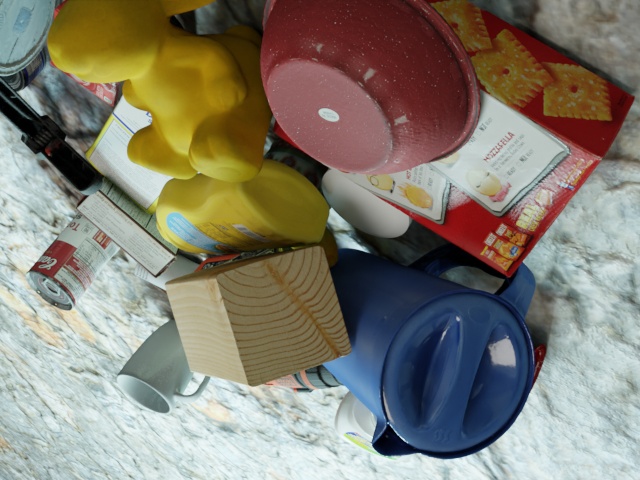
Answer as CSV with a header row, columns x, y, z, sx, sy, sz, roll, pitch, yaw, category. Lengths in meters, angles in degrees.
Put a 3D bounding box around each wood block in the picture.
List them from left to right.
x,y,z,sx,sy,sz,roll,pitch,yaw,category
-0.059,0.062,0.902,0.206,0.090,0.091,168,86,-71,wood block

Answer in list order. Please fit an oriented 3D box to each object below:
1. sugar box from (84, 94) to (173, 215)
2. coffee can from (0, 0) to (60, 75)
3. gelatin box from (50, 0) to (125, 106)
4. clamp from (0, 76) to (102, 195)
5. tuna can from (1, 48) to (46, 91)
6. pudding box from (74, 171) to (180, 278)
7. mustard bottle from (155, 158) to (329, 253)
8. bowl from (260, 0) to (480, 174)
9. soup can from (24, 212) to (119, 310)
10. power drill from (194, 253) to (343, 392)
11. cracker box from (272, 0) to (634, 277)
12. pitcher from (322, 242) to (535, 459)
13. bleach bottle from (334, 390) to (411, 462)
x,y,z,sx,sy,sz,roll,pitch,yaw,category
-0.158,-0.094,1.013,0.093,0.048,0.177,42,147,-8,sugar box
-0.314,-0.219,0.927,0.140,0.102,0.103,28,150,12,coffee can
-0.205,-0.170,0.963,0.073,0.030,0.089,35,151,0,gelatin box
-0.264,-0.095,1.045,0.164,0.036,0.210,45,174,2,clamp
-0.313,-0.187,1.044,0.086,0.033,0.086,25,150,16,tuna can
-0.193,-0.025,1.106,0.113,0.090,0.039,41,110,-14,pudding box
-0.085,-0.023,0.914,0.096,0.058,0.192,28,158,-33,mustard bottle
0.018,-0.095,0.681,0.162,0.055,0.162,25,147,18,bowl
-0.290,0.023,1.261,0.068,0.102,0.068,25,150,16,soup can
-0.050,0.096,1.172,0.185,0.057,0.187,-10,128,47,power drill
0.084,-0.088,0.749,0.214,0.072,0.164,32,149,6,cracker box
0.069,0.072,0.902,0.243,0.149,0.145,-153,59,-65,pitcher
0.061,0.183,1.096,0.102,0.068,0.251,24,170,8,bleach bottle
